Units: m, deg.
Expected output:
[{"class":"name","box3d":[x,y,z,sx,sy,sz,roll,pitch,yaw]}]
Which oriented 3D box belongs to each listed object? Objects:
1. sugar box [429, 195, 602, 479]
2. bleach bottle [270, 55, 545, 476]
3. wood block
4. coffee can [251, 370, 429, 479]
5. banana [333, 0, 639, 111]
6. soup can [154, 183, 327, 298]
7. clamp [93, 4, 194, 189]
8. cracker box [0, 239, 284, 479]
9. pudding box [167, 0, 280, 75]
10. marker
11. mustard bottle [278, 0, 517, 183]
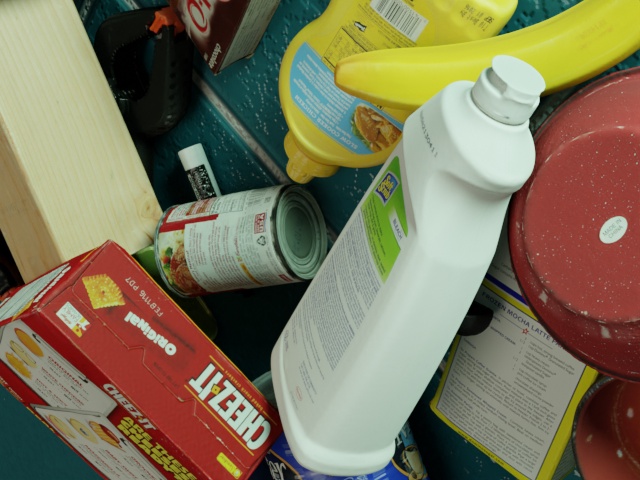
[{"class":"sugar box","box3d":[0.131,0.053,0.625,0.093,0.048,0.176,35,126,29]},{"class":"bleach bottle","box3d":[0.048,0.015,0.569,0.251,0.068,0.102,-62,33,39]},{"class":"wood block","box3d":[-0.205,-0.077,0.789,0.090,0.090,0.206,-10,105,53]},{"class":"coffee can","box3d":[0.017,0.152,0.731,0.103,0.102,0.140,-14,99,45]},{"class":"banana","box3d":[0.105,-0.104,0.551,0.198,0.037,0.069,-22,118,24]},{"class":"soup can","box3d":[-0.055,0.001,0.740,0.102,0.068,0.068,-9,102,30]},{"class":"clamp","box3d":[-0.144,-0.099,0.812,0.210,0.036,0.164,-35,85,49]},{"class":"cracker box","box3d":[-0.138,0.092,0.714,0.164,0.072,0.214,47,151,-14]},{"class":"pudding box","box3d":[-0.067,-0.171,0.684,0.090,0.039,0.114,58,159,6]},{"class":"marker","box3d":[-0.076,-0.014,0.800,0.020,0.020,0.121,-18,96,45]},{"class":"mustard bottle","box3d":[0.028,-0.100,0.639,0.096,0.058,0.192,40,132,3]}]
